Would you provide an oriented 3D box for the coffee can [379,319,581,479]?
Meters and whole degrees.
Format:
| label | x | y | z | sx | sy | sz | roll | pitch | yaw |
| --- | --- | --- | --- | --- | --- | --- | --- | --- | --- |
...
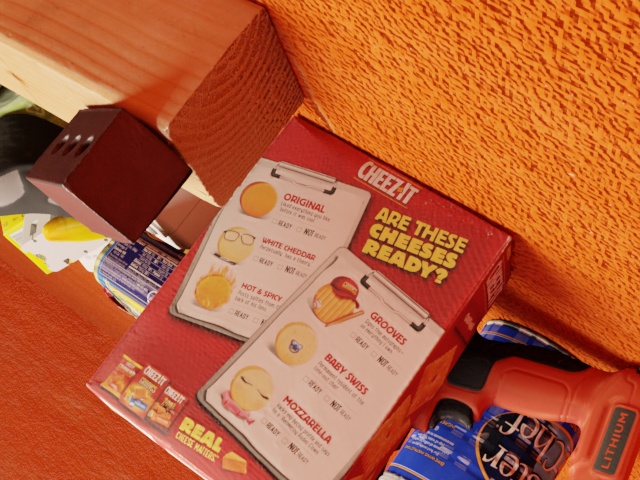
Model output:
| label | x | y | z | sx | sy | sz | roll | pitch | yaw |
| --- | --- | --- | --- | --- | --- | --- | --- | --- | --- |
| coffee can | 0.122 | 0.142 | 0.757 | 0.103 | 0.140 | 0.103 | 34 | 165 | 10 |

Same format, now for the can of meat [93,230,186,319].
| label | x | y | z | sx | sy | sz | roll | pitch | yaw |
| --- | --- | --- | --- | --- | --- | --- | --- | --- | --- |
| can of meat | -0.107 | 0.042 | 0.783 | 0.084 | 0.057 | 0.102 | 28 | 162 | 35 |

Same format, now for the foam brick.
| label | x | y | z | sx | sy | sz | roll | pitch | yaw |
| --- | --- | --- | --- | --- | --- | --- | --- | --- | --- |
| foam brick | -0.117 | -0.036 | 0.581 | 0.051 | 0.053 | 0.078 | 44 | 164 | -26 |

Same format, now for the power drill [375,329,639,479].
| label | x | y | z | sx | sy | sz | roll | pitch | yaw |
| --- | --- | --- | --- | --- | --- | --- | --- | --- | --- |
| power drill | 0.104 | 0.116 | 0.679 | 0.188 | 0.184 | 0.057 | 21 | 161 | 18 |

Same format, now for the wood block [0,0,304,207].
| label | x | y | z | sx | sy | sz | roll | pitch | yaw |
| --- | --- | --- | --- | --- | --- | --- | --- | --- | --- |
| wood block | -0.124 | -0.115 | 0.642 | 0.206 | 0.090 | 0.090 | 29 | 164 | 27 |

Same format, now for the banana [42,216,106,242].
| label | x | y | z | sx | sy | sz | roll | pitch | yaw |
| --- | --- | --- | --- | --- | --- | --- | --- | --- | --- |
| banana | -0.140 | -0.016 | 0.939 | 0.198 | 0.037 | 0.069 | 4 | -155 | 1 |

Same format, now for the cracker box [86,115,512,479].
| label | x | y | z | sx | sy | sz | roll | pitch | yaw |
| --- | --- | --- | --- | --- | --- | --- | --- | --- | --- |
| cracker box | -0.008 | 0.055 | 0.649 | 0.164 | 0.213 | 0.072 | 31 | 166 | 21 |
